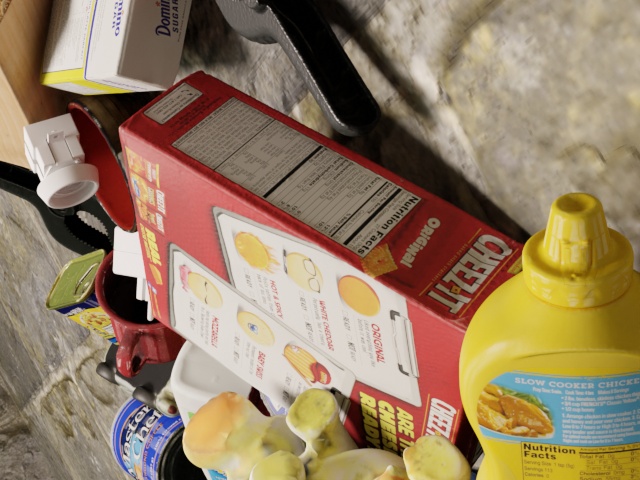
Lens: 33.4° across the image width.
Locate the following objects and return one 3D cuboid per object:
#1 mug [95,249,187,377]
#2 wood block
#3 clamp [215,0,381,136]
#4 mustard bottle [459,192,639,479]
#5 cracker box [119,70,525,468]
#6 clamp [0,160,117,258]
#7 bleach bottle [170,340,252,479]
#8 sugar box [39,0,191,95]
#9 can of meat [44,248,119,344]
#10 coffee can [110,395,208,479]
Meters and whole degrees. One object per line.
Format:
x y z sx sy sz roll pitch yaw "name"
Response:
-0.147 0.065 0.927 0.093 0.117 0.081 13 148 6 "mug"
-0.249 -0.143 0.815 0.091 0.090 0.206 15 159 5 "wood block"
-0.018 -0.139 0.534 0.172 0.039 0.120 44 136 41 "clamp"
0.106 0.066 0.439 0.096 0.058 0.191 -1 124 14 "mustard bottle"
0.000 0.025 0.570 0.214 0.072 0.164 30 145 23 "cracker box"
-0.235 -0.049 1.005 0.165 0.036 0.210 -26 120 35 "clamp"
-0.055 0.174 0.895 0.103 0.068 0.251 10 143 14 "bleach bottle"
-0.138 -0.147 0.715 0.176 0.048 0.093 13 92 58 "sugar box"
-0.206 0.058 1.041 0.083 0.057 0.102 35 152 -27 "can of meat"
-0.140 0.209 1.066 0.141 0.102 0.103 10 124 61 "coffee can"
